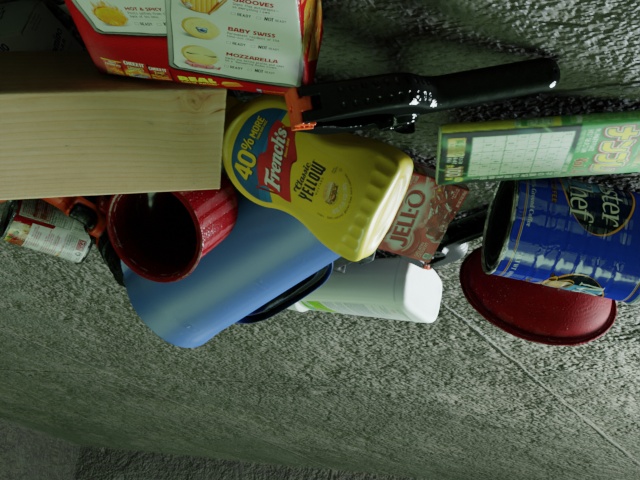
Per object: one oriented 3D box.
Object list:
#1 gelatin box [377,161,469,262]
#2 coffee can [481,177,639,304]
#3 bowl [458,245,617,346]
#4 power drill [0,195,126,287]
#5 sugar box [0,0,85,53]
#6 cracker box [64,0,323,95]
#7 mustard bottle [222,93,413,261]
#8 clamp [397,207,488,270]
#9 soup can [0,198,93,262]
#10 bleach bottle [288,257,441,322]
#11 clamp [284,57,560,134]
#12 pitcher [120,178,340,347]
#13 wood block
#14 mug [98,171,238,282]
[{"bbox_3d":[0.088,-0.028,1.016,0.073,0.030,0.089,16,117,-22],"label":"gelatin box"},{"bbox_3d":[0.229,-0.005,0.974,0.140,0.103,0.103,12,161,-3],"label":"coffee can"},{"bbox_3d":[0.223,0.031,1.061,0.162,0.162,0.055,11,127,0],"label":"bowl"},{"bbox_3d":[-0.262,-0.034,1.095,0.187,0.057,0.184,32,-167,-35],"label":"power drill"},{"bbox_3d":[-0.228,-0.129,0.916,0.093,0.048,0.176,-2,145,29],"label":"sugar box"},{"bbox_3d":[-0.085,-0.180,0.700,0.164,0.072,0.214,8,160,6],"label":"cracker box"},{"bbox_3d":[-0.024,-0.069,0.886,0.192,0.096,0.058,31,-156,18],"label":"mustard bottle"},{"bbox_3d":[0.111,-0.004,1.130,0.120,0.039,0.172,10,160,-6],"label":"clamp"},{"bbox_3d":[-0.325,-0.019,1.279,0.102,0.068,0.069,19,159,-25],"label":"soup can"},{"bbox_3d":[0.018,0.058,1.324,0.251,0.068,0.102,1,158,32],"label":"bleach bottle"},{"bbox_3d":[0.052,-0.100,0.797,0.209,0.036,0.165,-10,177,-35],"label":"clamp"},{"bbox_3d":[-0.057,0.001,1.020,0.243,0.145,0.149,-29,-179,29],"label":"pitcher"},{"bbox_3d":[-0.186,-0.092,0.829,0.205,0.091,0.090,-4,-150,-20],"label":"wood block"},{"bbox_3d":[-0.133,-0.024,0.918,0.117,0.093,0.081,14,-154,19],"label":"mug"}]
